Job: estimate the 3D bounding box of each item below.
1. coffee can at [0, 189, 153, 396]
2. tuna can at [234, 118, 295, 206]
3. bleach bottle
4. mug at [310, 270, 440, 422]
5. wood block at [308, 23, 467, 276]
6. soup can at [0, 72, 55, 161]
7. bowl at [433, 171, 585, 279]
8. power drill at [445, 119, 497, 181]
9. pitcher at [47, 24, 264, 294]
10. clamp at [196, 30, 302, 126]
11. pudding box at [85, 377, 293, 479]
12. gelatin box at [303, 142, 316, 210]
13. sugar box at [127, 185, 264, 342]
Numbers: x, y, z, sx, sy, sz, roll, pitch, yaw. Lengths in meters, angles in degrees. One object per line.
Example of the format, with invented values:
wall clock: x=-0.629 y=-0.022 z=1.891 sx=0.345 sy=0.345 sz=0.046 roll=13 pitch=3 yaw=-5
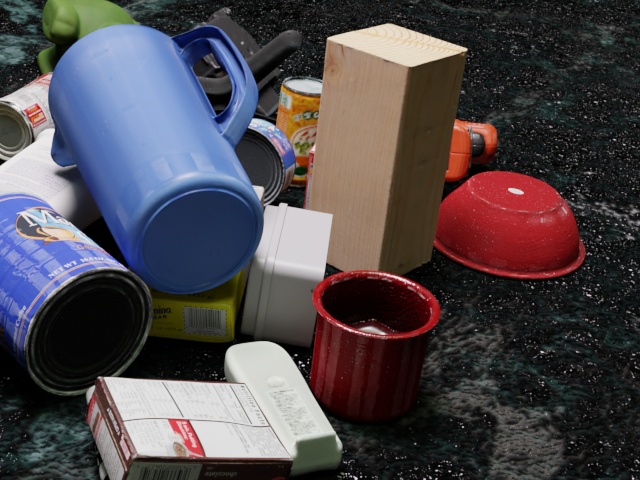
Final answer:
coffee can: x=-0.205 y=0.036 z=0.792 sx=0.102 sy=0.103 sz=0.140 roll=-17 pitch=36 yaw=-38
tuna can: x=-0.068 y=-0.076 z=1.054 sx=0.086 sy=0.086 sz=0.033 roll=17 pitch=28 yaw=18
bleach bottle: x=-0.274 y=-0.018 z=0.925 sx=0.103 sy=0.068 sz=0.250 roll=17 pitch=31 yaw=17
mug: x=0.033 y=0.074 z=0.796 sx=0.093 sy=0.081 sz=0.117 roll=-3 pitch=29 yaw=-17
wood block: x=0.055 y=-0.076 z=0.952 sx=0.091 sy=0.206 sz=0.090 roll=26 pitch=33 yaw=33
soup can: x=-0.302 y=-0.131 z=1.123 sx=0.068 sy=0.068 sz=0.102 roll=15 pitch=29 yaw=15
bowl: x=0.185 y=-0.024 z=1.046 sx=0.162 sy=0.055 sz=0.162 roll=6 pitch=28 yaw=-3
power drill: x=0.094 y=-0.105 z=1.133 sx=0.184 sy=0.057 sz=0.187 roll=4 pitch=11 yaw=10
pitcher: x=-0.125 y=-0.074 z=0.863 sx=0.144 sy=0.149 sz=0.243 roll=-2 pitch=35 yaw=-26
clamp: x=-0.103 y=-0.137 z=1.155 sx=0.210 sy=0.164 sz=0.036 roll=-15 pitch=49 yaw=5
pudding box: x=-0.086 y=0.129 z=0.692 sx=0.113 sy=0.039 sz=0.090 roll=9 pitch=22 yaw=-31
gelatin box: x=0.007 y=-0.069 z=1.071 sx=0.030 sy=0.073 sz=0.089 roll=12 pitch=28 yaw=8
sugar box: x=-0.105 y=0.011 z=0.898 sx=0.093 sy=0.048 sz=0.176 roll=6 pitch=38 yaw=2
